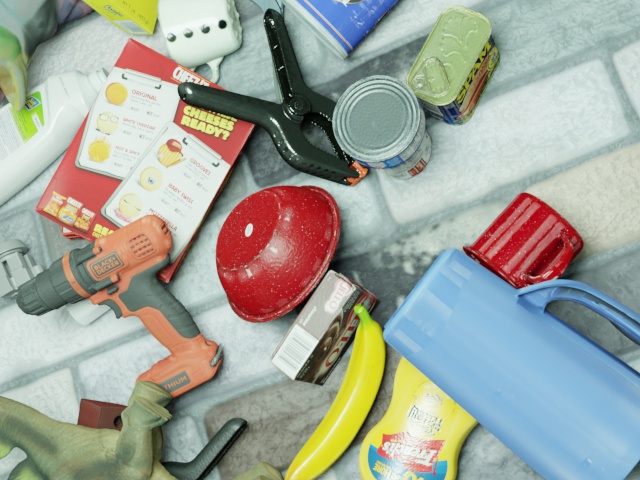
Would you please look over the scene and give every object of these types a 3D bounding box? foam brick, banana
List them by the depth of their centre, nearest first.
[{"bbox_3d":[0.023,0.160,1.077,0.037,0.069,0.198,24,94,57],"label":"banana"},{"bbox_3d":[-0.231,0.213,1.147,0.051,0.052,0.078,0,79,53],"label":"foam brick"}]

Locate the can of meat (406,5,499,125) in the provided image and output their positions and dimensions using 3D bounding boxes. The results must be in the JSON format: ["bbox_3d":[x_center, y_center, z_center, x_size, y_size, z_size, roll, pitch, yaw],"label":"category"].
[{"bbox_3d":[0.139,-0.176,1.094,0.057,0.083,0.102,28,88,21],"label":"can of meat"}]

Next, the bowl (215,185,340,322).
[{"bbox_3d":[-0.057,0.001,1.100,0.162,0.055,0.162,-28,45,31],"label":"bowl"}]

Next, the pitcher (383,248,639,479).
[{"bbox_3d":[0.186,0.110,0.960,0.243,0.145,0.149,38,66,6],"label":"pitcher"}]

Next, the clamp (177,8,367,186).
[{"bbox_3d":[-0.040,-0.133,1.128,0.164,0.036,0.210,-40,89,-32],"label":"clamp"}]

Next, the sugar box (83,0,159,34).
[{"bbox_3d":[-0.212,-0.336,1.231,0.048,0.093,0.176,7,76,29],"label":"sugar box"}]

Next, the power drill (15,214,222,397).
[{"bbox_3d":[-0.205,0.085,1.125,0.184,0.057,0.187,-27,106,15],"label":"power drill"}]

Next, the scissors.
[{"bbox_3d":[-0.069,-0.255,1.218,0.096,0.016,0.202,7,81,22],"label":"scissors"}]

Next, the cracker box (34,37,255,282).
[{"bbox_3d":[-0.185,-0.085,1.166,0.164,0.072,0.213,29,88,-4],"label":"cracker box"}]

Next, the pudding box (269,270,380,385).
[{"bbox_3d":[0.006,0.090,1.082,0.039,0.090,0.113,37,93,23],"label":"pudding box"}]

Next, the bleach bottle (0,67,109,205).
[{"bbox_3d":[-0.347,-0.117,1.260,0.251,0.068,0.102,-32,68,8],"label":"bleach bottle"}]

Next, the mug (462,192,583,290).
[{"bbox_3d":[0.202,0.010,1.023,0.093,0.117,0.081,43,89,-19],"label":"mug"}]

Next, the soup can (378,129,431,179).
[{"bbox_3d":[0.072,-0.106,1.093,0.069,0.102,0.068,-4,78,18],"label":"soup can"}]

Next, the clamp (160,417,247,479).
[{"bbox_3d":[-0.135,0.255,1.123,0.171,0.039,0.120,-11,75,12],"label":"clamp"}]

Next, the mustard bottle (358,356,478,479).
[{"bbox_3d":[0.091,0.205,1.046,0.096,0.058,0.191,25,88,15],"label":"mustard bottle"}]

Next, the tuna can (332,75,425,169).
[{"bbox_3d":[0.057,-0.113,1.025,0.086,0.033,0.086,-4,78,18],"label":"tuna can"}]

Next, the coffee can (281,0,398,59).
[{"bbox_3d":[0.037,-0.279,1.141,0.140,0.102,0.103,-46,69,5],"label":"coffee can"}]
